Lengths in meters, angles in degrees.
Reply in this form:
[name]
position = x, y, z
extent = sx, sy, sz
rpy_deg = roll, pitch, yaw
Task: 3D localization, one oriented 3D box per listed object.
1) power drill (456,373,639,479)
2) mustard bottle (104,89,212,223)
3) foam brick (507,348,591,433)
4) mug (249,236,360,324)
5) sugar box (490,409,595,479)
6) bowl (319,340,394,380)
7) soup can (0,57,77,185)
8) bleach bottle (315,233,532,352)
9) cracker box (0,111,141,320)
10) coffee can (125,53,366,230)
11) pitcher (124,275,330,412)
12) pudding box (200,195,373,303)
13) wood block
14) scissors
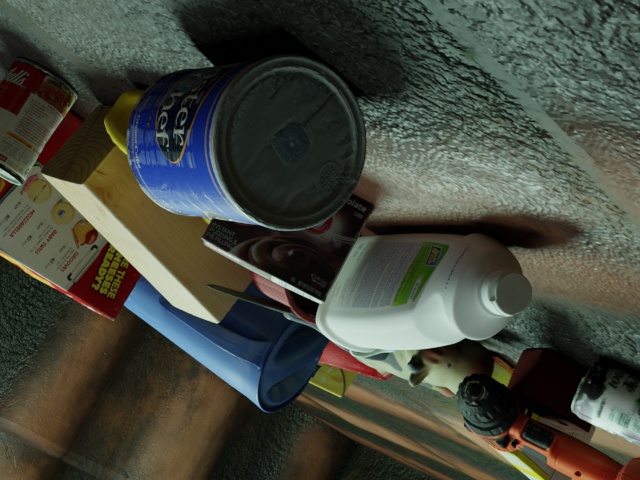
[power drill]
position = 0.216, 0.185, 0.966
extent = 0.188, 0.057, 0.184
rpy_deg = 26, 172, 26
[mustard bottle]
position = -0.101, -0.056, 0.930
extent = 0.096, 0.058, 0.191
rpy_deg = 27, 170, 34
[foam brick]
position = 0.228, 0.146, 1.036
extent = 0.078, 0.051, 0.053
rpy_deg = 30, 168, -5
[mug]
position = -0.024, 0.023, 0.987
extent = 0.117, 0.093, 0.082
rpy_deg = 4, -171, -33
[sugar box]
position = 0.247, 0.215, 1.184
extent = 0.048, 0.093, 0.176
rpy_deg = 21, 166, 34
[bowl]
position = 0.044, 0.136, 1.334
extent = 0.162, 0.055, 0.162
rpy_deg = 16, 174, 2
[soup can]
position = -0.285, -0.112, 1.011
extent = 0.068, 0.102, 0.068
rpy_deg = 28, 169, 6
[bleach bottle]
position = 0.080, 0.044, 0.822
extent = 0.068, 0.102, 0.251
rpy_deg = 27, 170, -18
[cracker box]
position = -0.275, -0.037, 1.153
extent = 0.213, 0.164, 0.072
rpy_deg = 38, 167, -37
[coffee can]
position = -0.051, -0.062, 0.679
extent = 0.102, 0.102, 0.141
rpy_deg = 35, 167, -28
[pitcher]
position = -0.119, 0.080, 1.217
extent = 0.243, 0.144, 0.149
rpy_deg = 28, 141, 27
[pudding box]
position = -0.027, -0.012, 0.868
extent = 0.113, 0.090, 0.039
rpy_deg = 28, 170, 1
[wood block]
position = -0.154, -0.024, 1.023
extent = 0.090, 0.090, 0.206
rpy_deg = 15, 152, 50
[scissors]
position = -0.019, 0.063, 1.061
extent = 0.201, 0.016, 0.096
rpy_deg = 26, -156, -14
